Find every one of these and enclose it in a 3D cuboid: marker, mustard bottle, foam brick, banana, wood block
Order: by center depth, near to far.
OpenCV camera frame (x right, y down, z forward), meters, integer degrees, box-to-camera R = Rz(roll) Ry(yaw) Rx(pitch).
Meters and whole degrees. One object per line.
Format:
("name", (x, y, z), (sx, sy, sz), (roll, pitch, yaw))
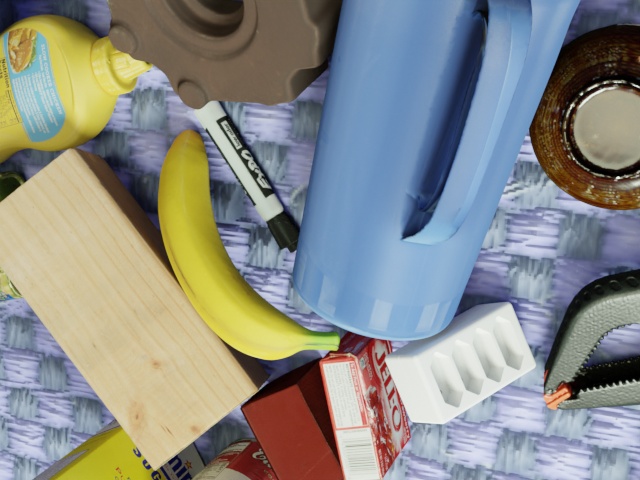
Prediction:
("banana", (-0.067, 0.009, 0.714), (0.198, 0.069, 0.037), (55, 146, 22))
("marker", (-0.049, -0.044, 0.746), (0.020, 0.020, 0.121), (-32, 91, 25))
("wood block", (-0.136, 0.045, 0.751), (0.090, 0.091, 0.206), (-38, 88, 2))
("foam brick", (-0.011, 0.134, 0.759), (0.051, 0.053, 0.078), (-26, 93, 25))
("mustard bottle", (-0.205, -0.110, 0.769), (0.192, 0.058, 0.096), (-11, 95, 24))

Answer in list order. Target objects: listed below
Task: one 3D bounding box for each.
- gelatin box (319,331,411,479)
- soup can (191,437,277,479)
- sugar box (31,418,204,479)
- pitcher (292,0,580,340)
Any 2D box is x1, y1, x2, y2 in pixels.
("gelatin box", (0.032, 0.108, 0.724), (0.030, 0.073, 0.089), (-8, 100, 22))
("soup can", (-0.066, 0.193, 0.768), (0.069, 0.102, 0.068), (5, 105, 20))
("sugar box", (-0.143, 0.184, 0.755), (0.048, 0.176, 0.093), (-24, 95, 27))
("pitcher", (0.060, -0.061, 0.627), (0.145, 0.149, 0.243), (29, 119, 28))
